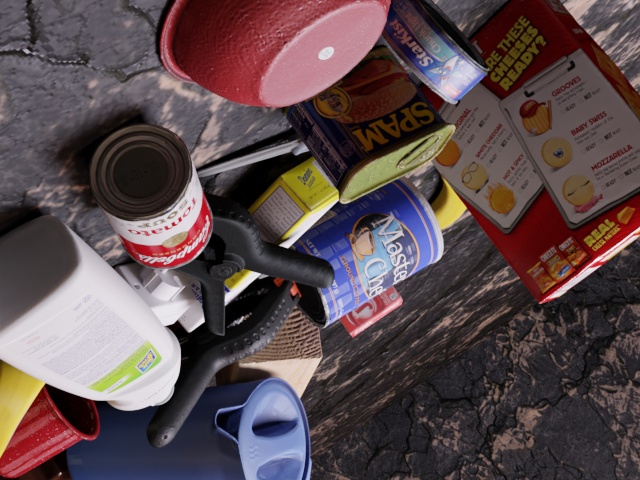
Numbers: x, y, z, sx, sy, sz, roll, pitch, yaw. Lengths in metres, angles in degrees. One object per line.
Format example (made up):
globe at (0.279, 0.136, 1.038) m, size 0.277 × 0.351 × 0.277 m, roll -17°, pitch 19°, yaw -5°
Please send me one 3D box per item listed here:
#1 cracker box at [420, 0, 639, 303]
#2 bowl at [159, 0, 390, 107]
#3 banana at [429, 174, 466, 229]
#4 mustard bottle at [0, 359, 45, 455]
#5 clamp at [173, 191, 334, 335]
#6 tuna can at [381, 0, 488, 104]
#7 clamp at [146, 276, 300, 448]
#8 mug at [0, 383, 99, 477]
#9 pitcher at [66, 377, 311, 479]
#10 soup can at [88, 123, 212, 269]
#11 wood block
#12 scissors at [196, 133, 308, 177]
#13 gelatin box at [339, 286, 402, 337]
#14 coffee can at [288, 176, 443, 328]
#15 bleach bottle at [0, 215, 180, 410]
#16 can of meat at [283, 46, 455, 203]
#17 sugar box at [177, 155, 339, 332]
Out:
cracker box at (0.194, -0.081, 0.909) m, size 0.164 × 0.214 × 0.072 m, roll -43°, pitch 164°, yaw 27°
bowl at (-0.013, -0.129, 0.635) m, size 0.162 × 0.055 × 0.162 m, roll -32°, pitch 165°, yaw -10°
banana at (0.147, -0.050, 1.236) m, size 0.069 × 0.037 × 0.198 m, roll -30°, pitch 164°, yaw -21°
mustard bottle at (-0.260, 0.133, 0.816) m, size 0.191 × 0.058 × 0.096 m, roll -60°, pitch -155°, yaw -6°
clamp at (-0.081, 0.018, 0.845) m, size 0.120 × 0.039 × 0.171 m, roll -36°, pitch 132°, yaw 18°
tuna can at (0.077, -0.137, 0.740) m, size 0.034 × 0.086 × 0.086 m, roll -42°, pitch 163°, yaw 19°
clamp at (-0.114, 0.095, 1.004) m, size 0.209 × 0.165 × 0.036 m, roll -39°, pitch 124°, yaw -22°
mug at (-0.247, 0.152, 0.926) m, size 0.081 × 0.093 × 0.117 m, roll -31°, pitch 164°, yaw 5°
pitcher at (-0.136, 0.222, 1.120) m, size 0.243 × 0.149 × 0.144 m, roll -8°, pitch -165°, yaw 29°
soup can at (-0.111, -0.028, 0.711) m, size 0.068 × 0.068 × 0.102 m, roll -32°, pitch 163°, yaw -9°
wood block at (-0.063, 0.122, 1.169) m, size 0.090 × 0.091 × 0.206 m, roll -3°, pitch 156°, yaw -12°
scissors at (-0.012, -0.076, 0.869) m, size 0.201 × 0.016 × 0.096 m, roll -22°, pitch 171°, yaw -14°
gelatin box at (0.041, 0.055, 1.229) m, size 0.073 × 0.089 × 0.030 m, roll -34°, pitch 165°, yaw -1°
coffee can at (0.035, 0.008, 1.054) m, size 0.140 × 0.103 × 0.103 m, roll -30°, pitch 164°, yaw -18°
bleach bottle at (-0.172, 0.077, 0.794) m, size 0.102 × 0.068 × 0.250 m, roll -34°, pitch 151°, yaw -4°
can of meat at (0.035, -0.088, 0.801) m, size 0.102 × 0.084 × 0.057 m, roll -27°, pitch 162°, yaw -27°
sugar box at (-0.056, 0.001, 0.927) m, size 0.176 × 0.048 × 0.093 m, roll -41°, pitch 177°, yaw 30°
